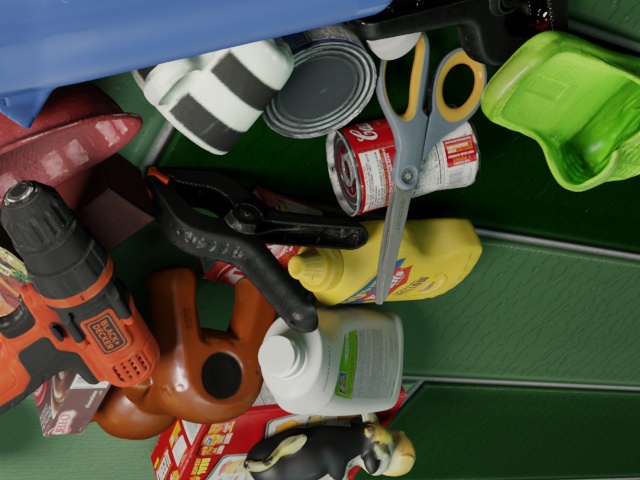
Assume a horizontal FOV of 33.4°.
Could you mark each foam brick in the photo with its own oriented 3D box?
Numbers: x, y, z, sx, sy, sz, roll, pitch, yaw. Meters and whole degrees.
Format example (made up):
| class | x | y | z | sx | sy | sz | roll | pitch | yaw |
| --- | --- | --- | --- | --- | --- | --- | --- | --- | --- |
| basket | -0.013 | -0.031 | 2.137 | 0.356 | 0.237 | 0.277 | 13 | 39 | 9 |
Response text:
| class | x | y | z | sx | sy | sz | roll | pitch | yaw |
| --- | --- | --- | --- | --- | --- | --- | --- | --- | --- |
| foam brick | -0.167 | -0.022 | 0.756 | 0.078 | 0.053 | 0.051 | -34 | 143 | 14 |

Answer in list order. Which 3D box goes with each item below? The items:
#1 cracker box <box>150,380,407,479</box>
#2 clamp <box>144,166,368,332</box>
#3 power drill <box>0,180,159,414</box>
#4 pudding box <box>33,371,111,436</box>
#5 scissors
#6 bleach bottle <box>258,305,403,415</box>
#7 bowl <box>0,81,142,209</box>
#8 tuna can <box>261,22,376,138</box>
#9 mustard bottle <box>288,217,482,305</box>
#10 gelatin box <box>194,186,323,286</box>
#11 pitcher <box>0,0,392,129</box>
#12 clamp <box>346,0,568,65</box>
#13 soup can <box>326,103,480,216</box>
| class | x | y | z | sx | sy | sz | roll | pitch | yaw |
| --- | --- | --- | --- | --- | --- | --- | --- | --- | --- |
| cracker box | -0.045 | 0.185 | 1.064 | 0.213 | 0.072 | 0.164 | -2 | 138 | -28 |
| clamp | -0.055 | 0.001 | 0.773 | 0.171 | 0.120 | 0.039 | 19 | 125 | 1 |
| power drill | -0.216 | 0.062 | 0.699 | 0.187 | 0.057 | 0.184 | -26 | 132 | -4 |
| pudding box | -0.195 | 0.087 | 0.844 | 0.039 | 0.090 | 0.114 | 6 | 134 | -36 |
| scissors | 0.079 | -0.057 | 0.780 | 0.096 | 0.016 | 0.202 | -8 | 102 | -20 |
| bleach bottle | 0.008 | 0.094 | 0.888 | 0.068 | 0.102 | 0.250 | -2 | 170 | 18 |
| bowl | -0.194 | -0.063 | 0.654 | 0.162 | 0.055 | 0.162 | -26 | 179 | -1 |
| tuna can | -0.006 | -0.114 | 0.747 | 0.086 | 0.034 | 0.086 | -15 | 142 | -12 |
| mustard bottle | 0.045 | 0.018 | 0.883 | 0.191 | 0.058 | 0.096 | -1 | 152 | -47 |
| gelatin box | -0.047 | 0.003 | 0.871 | 0.073 | 0.030 | 0.089 | 18 | 126 | -42 |
| pitcher | -0.081 | -0.169 | 0.574 | 0.242 | 0.145 | 0.149 | -14 | 154 | -19 |
| clamp | 0.120 | -0.182 | 0.715 | 0.209 | 0.036 | 0.165 | 13 | 114 | -51 |
| soup can | 0.063 | -0.063 | 0.819 | 0.102 | 0.068 | 0.068 | -14 | 142 | -14 |
